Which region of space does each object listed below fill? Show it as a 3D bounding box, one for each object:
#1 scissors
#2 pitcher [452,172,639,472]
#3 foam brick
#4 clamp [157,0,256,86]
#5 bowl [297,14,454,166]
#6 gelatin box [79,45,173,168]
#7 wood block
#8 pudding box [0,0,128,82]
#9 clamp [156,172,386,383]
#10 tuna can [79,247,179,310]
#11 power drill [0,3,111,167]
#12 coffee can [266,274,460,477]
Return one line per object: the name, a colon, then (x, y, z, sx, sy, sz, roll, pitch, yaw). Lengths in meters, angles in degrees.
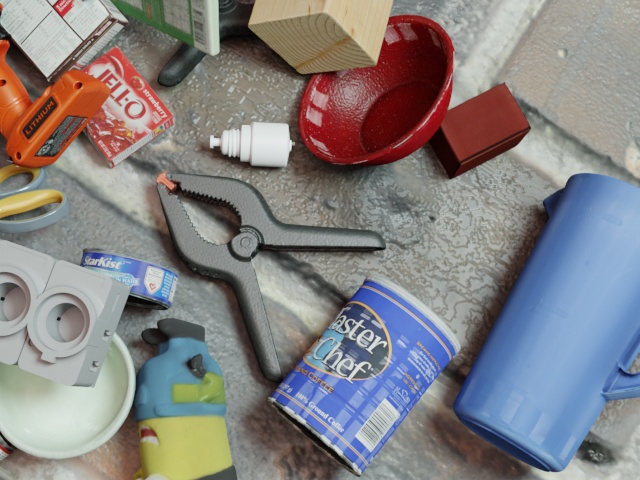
scissors: (-0.323, -0.027, 0.939, 0.201, 0.016, 0.096, -9, 43, -7)
pitcher: (0.226, 0.076, 0.918, 0.145, 0.149, 0.242, 33, 80, -8)
foam brick: (0.146, -0.101, 0.995, 0.078, 0.053, 0.051, -27, 81, -11)
clamp: (-0.096, -0.212, 1.010, 0.171, 0.039, 0.120, -13, 79, -3)
bowl: (0.060, -0.124, 0.969, 0.162, 0.055, 0.162, -20, 51, 26)
gelatin box: (-0.191, -0.124, 0.988, 0.073, 0.030, 0.089, -37, 82, -11)
wood block: (0.018, -0.268, 0.982, 0.091, 0.090, 0.206, 0, 67, 36)
pudding box: (-0.249, -0.214, 0.988, 0.090, 0.039, 0.113, -43, 81, 9)
clamp: (-0.056, 0.001, 0.965, 0.210, 0.036, 0.164, 44, 78, 7)
tuna can: (-0.168, 0.034, 0.925, 0.086, 0.086, 0.034, 13, 78, -1)
power drill: (-0.274, -0.172, 0.945, 0.188, 0.057, 0.185, 46, 108, 12)
coffee can: (0.037, 0.115, 0.912, 0.103, 0.103, 0.140, 39, 78, 5)
